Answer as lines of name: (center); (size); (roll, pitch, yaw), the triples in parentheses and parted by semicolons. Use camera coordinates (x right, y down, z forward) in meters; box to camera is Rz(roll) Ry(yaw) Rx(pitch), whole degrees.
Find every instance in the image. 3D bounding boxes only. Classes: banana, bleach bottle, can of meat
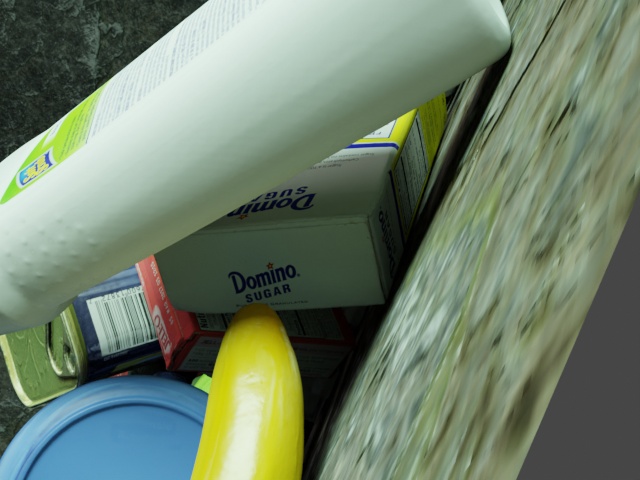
banana: (-0.048, 0.111, 0.348); (0.197, 0.070, 0.037); (-59, -30, -18)
bleach bottle: (-0.057, -0.036, 0.385); (0.251, 0.068, 0.102); (-31, 23, 18)
can of meat: (-0.105, 0.041, 0.535); (0.083, 0.057, 0.102); (-15, -6, -34)

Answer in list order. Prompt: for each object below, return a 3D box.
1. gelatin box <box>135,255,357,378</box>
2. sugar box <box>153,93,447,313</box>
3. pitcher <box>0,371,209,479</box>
gelatin box: (-0.036, 0.026, 0.487); (0.030, 0.089, 0.073); (-55, 44, 34)
sugar box: (-0.001, -0.031, 0.480); (0.176, 0.093, 0.048); (-66, -33, -54)
pitcher: (-0.085, 0.141, 0.493); (0.145, 0.149, 0.243); (-32, -8, -15)
